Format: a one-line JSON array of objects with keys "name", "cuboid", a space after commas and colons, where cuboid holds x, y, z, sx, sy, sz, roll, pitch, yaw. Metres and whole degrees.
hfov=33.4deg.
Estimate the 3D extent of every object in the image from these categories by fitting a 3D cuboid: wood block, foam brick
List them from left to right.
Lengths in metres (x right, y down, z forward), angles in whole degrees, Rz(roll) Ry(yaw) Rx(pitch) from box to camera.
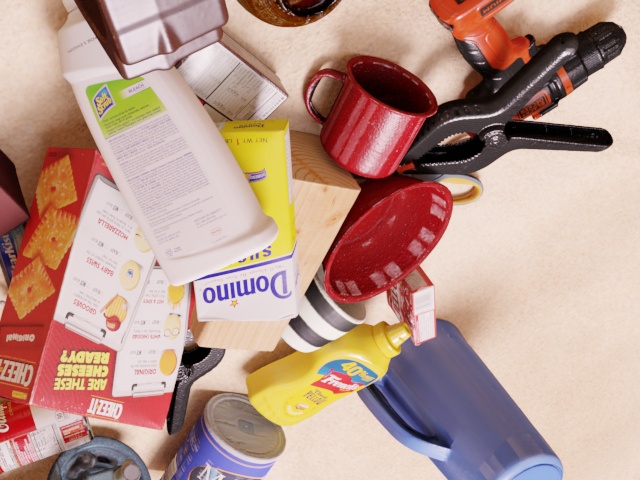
[{"name": "foam brick", "cuboid": [-0.284, -0.043, 0.889, 0.053, 0.078, 0.051, -32, 138, 2]}, {"name": "wood block", "cuboid": [-0.057, 0.001, 1.040, 0.090, 0.091, 0.206, 8, 125, -33]}]

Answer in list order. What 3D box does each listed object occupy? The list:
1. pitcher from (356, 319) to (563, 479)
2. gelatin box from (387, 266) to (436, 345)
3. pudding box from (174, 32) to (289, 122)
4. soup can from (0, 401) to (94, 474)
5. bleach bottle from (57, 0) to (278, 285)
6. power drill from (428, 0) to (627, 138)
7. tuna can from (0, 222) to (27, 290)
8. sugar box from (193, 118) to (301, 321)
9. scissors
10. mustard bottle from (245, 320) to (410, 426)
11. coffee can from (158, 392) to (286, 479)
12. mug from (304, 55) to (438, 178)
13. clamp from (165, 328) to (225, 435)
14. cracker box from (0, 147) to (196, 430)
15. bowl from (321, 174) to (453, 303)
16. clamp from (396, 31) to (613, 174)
[{"name": "pitcher", "cuboid": [0.160, 0.212, 1.234, 0.149, 0.243, 0.145, -36, 133, -3]}, {"name": "gelatin box", "cuboid": [0.099, 0.061, 1.189, 0.030, 0.073, 0.089, -20, 135, -13]}, {"name": "pudding box", "cuboid": [-0.096, -0.132, 0.938, 0.090, 0.039, 0.113, -43, 137, 13]}, {"name": "soup can", "cuboid": [-0.293, 0.192, 1.101, 0.102, 0.068, 0.068, -19, 135, -13]}, {"name": "bleach bottle", "cuboid": [-0.132, -0.094, 0.857, 0.102, 0.068, 0.251, -23, 101, 10]}, {"name": "power drill", "cuboid": [0.196, -0.196, 1.021, 0.184, 0.057, 0.187, -33, 136, 4]}, {"name": "tuna can", "cuboid": [-0.267, 0.023, 0.951, 0.033, 0.086, 0.086, -18, 135, -15]}, {"name": "sugar box", "cuboid": [-0.069, -0.016, 0.935, 0.093, 0.048, 0.176, -2, 109, 6]}, {"name": "scissors", "cuboid": [0.104, -0.082, 1.103, 0.201, 0.016, 0.096, 14, 123, -37]}, {"name": "mustard bottle", "cuboid": [0.017, 0.142, 1.200, 0.192, 0.058, 0.096, -31, 138, 19]}, {"name": "coffee can", "cuboid": [-0.117, 0.261, 1.232, 0.102, 0.103, 0.140, 13, 121, -36]}, {"name": "mug", "cuboid": [0.040, -0.118, 0.997, 0.117, 0.093, 0.082, 24, 124, -6]}, {"name": "clamp", "cuboid": [-0.152, 0.141, 1.152, 0.171, 0.039, 0.120, -41, 137, 10]}, {"name": "cracker box", "cuboid": [-0.187, 0.045, 0.930, 0.164, 0.072, 0.213, 26, 73, -53]}, {"name": "bowl", "cuboid": [0.056, -0.012, 1.083, 0.162, 0.055, 0.162, -29, 148, -20]}, {"name": "clamp", "cuboid": [0.166, -0.116, 1.014, 0.210, 0.036, 0.164, -14, 142, 12]}]
